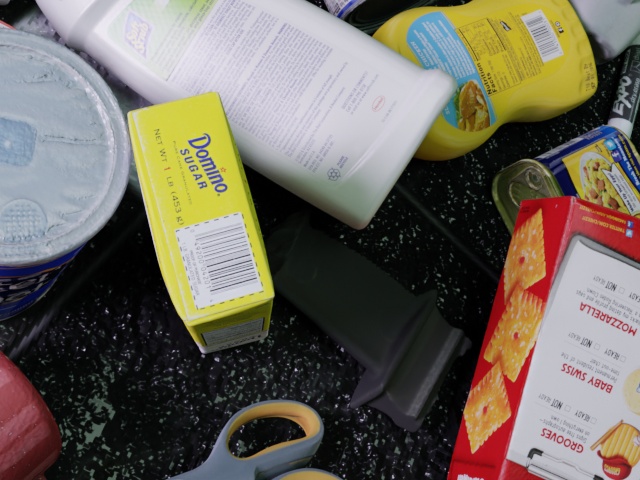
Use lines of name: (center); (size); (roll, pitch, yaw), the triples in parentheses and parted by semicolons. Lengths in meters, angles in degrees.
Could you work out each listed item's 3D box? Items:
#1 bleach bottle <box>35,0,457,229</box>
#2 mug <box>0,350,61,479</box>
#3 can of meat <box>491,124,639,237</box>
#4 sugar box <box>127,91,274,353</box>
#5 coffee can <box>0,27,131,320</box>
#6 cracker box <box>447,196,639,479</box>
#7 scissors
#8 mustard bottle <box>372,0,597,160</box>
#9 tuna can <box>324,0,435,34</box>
bleach bottle: (-0.056, -0.112, 0.589); (0.251, 0.068, 0.102); (34, 89, 2)
mug: (-0.167, 0.103, 0.488); (0.081, 0.093, 0.117); (-42, 98, -32)
can of meat: (0.173, -0.017, 0.691); (0.083, 0.058, 0.102); (-25, 87, -30)
sugar box: (-0.053, 0.000, 0.516); (0.048, 0.176, 0.093); (-15, 82, -4)
coffee can: (-0.155, -0.023, 0.498); (0.102, 0.141, 0.103); (7, 73, -23)
cracker box: (0.170, 0.099, 0.607); (0.164, 0.072, 0.214); (17, 86, -15)
scissors: (-0.054, 0.137, 0.521); (0.096, 0.016, 0.201); (43, 38, 18)
mustard bottle: (0.082, -0.103, 0.673); (0.191, 0.058, 0.096); (-23, 87, -28)
tuna can: (0.042, -0.161, 0.656); (0.086, 0.086, 0.034); (-22, 83, -28)
